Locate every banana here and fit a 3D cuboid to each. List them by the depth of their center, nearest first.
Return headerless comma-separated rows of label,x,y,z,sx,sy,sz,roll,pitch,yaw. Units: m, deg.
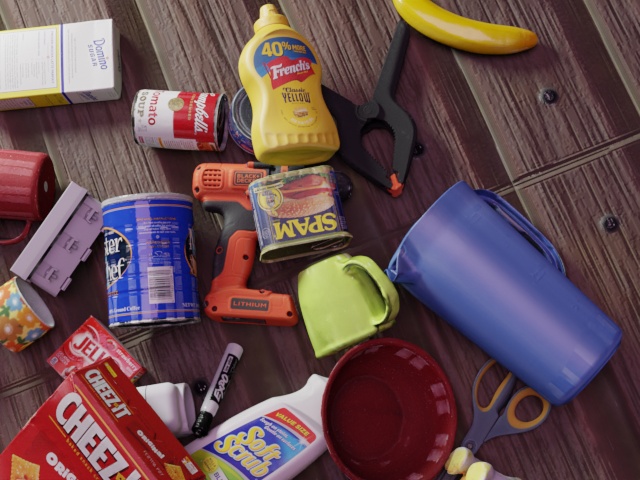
banana,0.157,-0.262,1.262,0.198,0.037,0.069,32,81,12

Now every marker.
marker,-0.114,0.165,1.171,0.020,0.020,0.121,15,50,9

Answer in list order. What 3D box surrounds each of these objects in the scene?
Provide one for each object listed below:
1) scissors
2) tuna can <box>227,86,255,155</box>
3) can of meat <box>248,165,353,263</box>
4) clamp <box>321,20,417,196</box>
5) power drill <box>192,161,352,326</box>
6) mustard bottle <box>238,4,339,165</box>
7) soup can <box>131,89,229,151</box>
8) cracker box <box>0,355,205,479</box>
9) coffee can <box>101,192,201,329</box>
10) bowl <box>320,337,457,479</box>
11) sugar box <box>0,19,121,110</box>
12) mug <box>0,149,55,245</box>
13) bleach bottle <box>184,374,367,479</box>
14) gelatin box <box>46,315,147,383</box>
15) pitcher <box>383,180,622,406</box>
scissors,0.183,0.223,1.156,0.096,0.016,0.201,20,80,10
tuna can,-0.064,-0.143,1.247,0.086,0.034,0.086,3,70,-10
can of meat,-0.024,-0.029,1.165,0.102,0.057,0.084,-11,75,-8
clamp,0.045,-0.147,1.247,0.164,0.036,0.210,-13,73,3
power drill,-0.058,0.001,1.214,0.184,0.057,0.187,2,75,3
mustard bottle,-0.042,-0.182,1.213,0.096,0.058,0.191,-4,70,-24
soup can,-0.163,-0.141,1.252,0.102,0.068,0.068,4,77,8
cracker box,-0.245,0.252,1.106,0.164,0.072,0.214,49,117,11
coffee can,-0.189,0.025,1.189,0.103,0.103,0.140,-5,83,5
bowl,0.062,0.185,1.125,0.161,0.055,0.162,6,77,-25
sugar box,-0.332,-0.212,1.298,0.176,0.048,0.093,-4,76,1
mug,-0.360,-0.052,1.242,0.081,0.093,0.117,5,81,2
bleach bottle,-0.063,0.219,1.161,0.250,0.068,0.102,-36,74,-6
gelatin box,-0.254,0.141,1.214,0.073,0.030,0.089,-45,77,-5
pitcher,0.202,0.054,1.143,0.243,0.145,0.149,41,95,10
